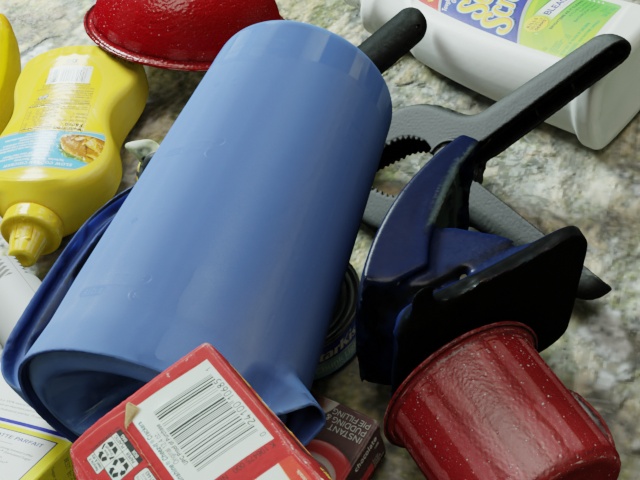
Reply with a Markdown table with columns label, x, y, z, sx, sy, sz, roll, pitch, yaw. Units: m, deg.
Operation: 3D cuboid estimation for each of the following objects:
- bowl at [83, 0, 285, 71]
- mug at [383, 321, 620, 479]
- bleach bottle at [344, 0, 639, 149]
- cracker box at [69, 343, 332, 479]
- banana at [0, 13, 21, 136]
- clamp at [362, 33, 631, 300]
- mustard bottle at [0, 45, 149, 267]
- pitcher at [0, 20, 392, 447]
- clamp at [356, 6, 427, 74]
| label | x | y | z | sx | sy | sz | roll | pitch | yaw |
| --- | --- | --- | --- | --- | --- | --- | --- | --- | --- |
| bowl | -0.101 | -0.189 | 0.823 | 0.162 | 0.055 | 0.162 | 4 | 34 | -3 |
| mug | 0.100 | 0.100 | 0.529 | 0.117 | 0.093 | 0.082 | 0 | 41 | -38 |
| bleach bottle | 0.113 | -0.149 | 0.764 | 0.251 | 0.068 | 0.102 | 26 | 59 | 35 |
| cracker box | 0.002 | 0.163 | 0.400 | 0.072 | 0.213 | 0.164 | -35 | 49 | -15 |
| banana | -0.269 | -0.103 | 0.817 | 0.037 | 0.069 | 0.197 | -15 | 33 | 28 |
| clamp | 0.089 | -0.034 | 0.659 | 0.210 | 0.036 | 0.164 | -9 | 65 | 29 |
| mustard bottle | -0.187 | -0.059 | 0.759 | 0.096 | 0.058 | 0.191 | 1 | 48 | 7 |
| pitcher | -0.054 | 0.001 | 0.561 | 0.149 | 0.145 | 0.242 | 27 | 55 | -8 |
| clamp | -0.008 | -0.099 | 0.755 | 0.171 | 0.039 | 0.120 | -49 | 22 | -19 |
